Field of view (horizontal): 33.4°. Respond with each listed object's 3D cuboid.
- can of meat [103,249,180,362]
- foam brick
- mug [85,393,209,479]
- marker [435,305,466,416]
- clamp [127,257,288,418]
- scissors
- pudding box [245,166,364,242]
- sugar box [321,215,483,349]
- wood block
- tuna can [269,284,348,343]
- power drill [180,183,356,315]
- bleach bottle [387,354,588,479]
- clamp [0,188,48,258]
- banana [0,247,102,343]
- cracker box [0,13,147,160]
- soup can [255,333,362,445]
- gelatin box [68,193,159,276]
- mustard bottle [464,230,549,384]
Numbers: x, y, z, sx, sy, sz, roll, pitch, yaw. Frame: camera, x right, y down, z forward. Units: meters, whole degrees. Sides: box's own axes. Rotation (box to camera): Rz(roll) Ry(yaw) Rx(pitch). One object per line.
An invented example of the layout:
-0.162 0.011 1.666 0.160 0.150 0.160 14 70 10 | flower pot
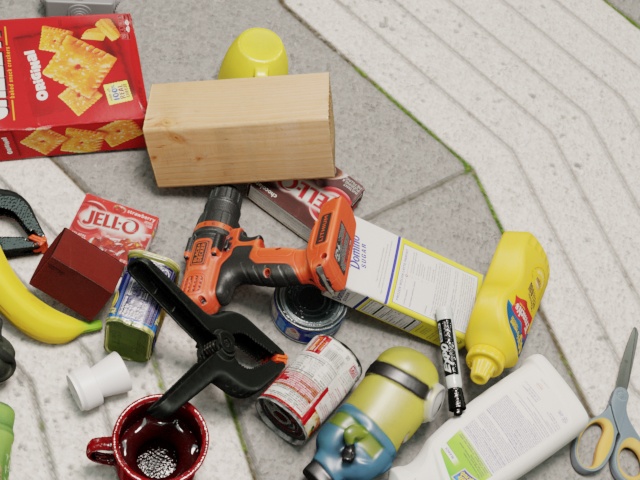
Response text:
-0.189 0.072 1.119 0.057 0.102 0.084 17 60 -3 | can of meat
-0.255 0.035 1.124 0.078 0.053 0.051 35 33 -17 | foam brick
-0.172 0.209 1.053 0.117 0.082 0.093 1 60 -12 | mug
0.140 0.128 1.142 0.020 0.020 0.121 1 63 -11 | marker
-0.112 0.101 1.084 0.209 0.036 0.164 12 56 -53 | clamp
0.352 0.195 1.210 0.096 0.016 0.201 37 60 9 | scissors
-0.018 -0.057 1.265 0.113 0.039 0.090 35 59 9 | pudding box
0.094 0.050 1.202 0.176 0.048 0.093 24 56 -12 | sugar box
-0.089 -0.125 1.221 0.206 0.090 0.091 -4 45 4 | wood block
-0.012 0.071 1.195 0.086 0.034 0.086 5 59 -9 | tuna can
-0.058 0.001 1.170 0.188 0.057 0.184 -8 49 22 | power drill
0.158 0.221 1.128 0.250 0.068 0.103 -26 66 -21 | bleach bottle
-0.384 -0.023 1.170 0.171 0.039 0.120 33 76 6 | clamp
-0.324 0.045 1.131 0.198 0.037 0.069 46 45 -2 | banana
-0.317 -0.184 1.257 0.213 0.072 0.164 -6 61 -14 | cracker box
-0.011 0.156 1.126 0.068 0.069 0.102 38 60 11 | soup can
-0.235 -0.006 1.195 0.089 0.030 0.073 20 58 0 | gelatin box
0.202 0.083 1.183 0.058 0.096 0.191 4 43 28 | mustard bottle
